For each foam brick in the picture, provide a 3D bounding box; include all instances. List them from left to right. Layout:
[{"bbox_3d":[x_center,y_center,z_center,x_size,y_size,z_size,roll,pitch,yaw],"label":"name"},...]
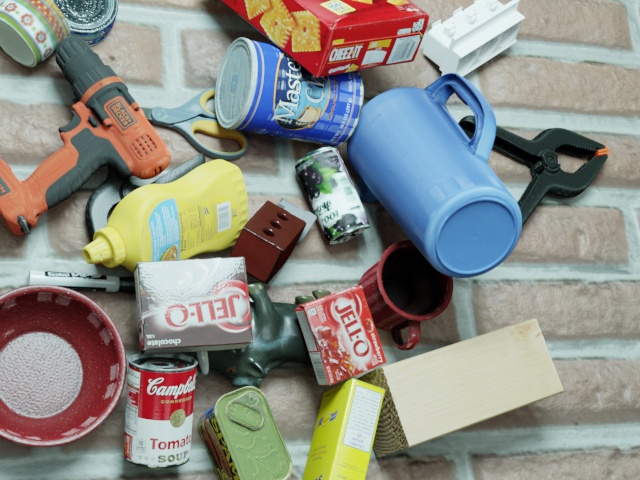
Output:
[{"bbox_3d":[-0.058,0.001,1.168,0.053,0.051,0.078,29,31,4],"label":"foam brick"}]

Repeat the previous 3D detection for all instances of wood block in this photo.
[{"bbox_3d":[0.152,0.164,1.195,0.205,0.090,0.091,-15,78,-25],"label":"wood block"}]

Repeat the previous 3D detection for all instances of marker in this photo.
[{"bbox_3d":[-0.245,0.044,1.122,0.121,0.020,0.020,5,71,-20],"label":"marker"}]

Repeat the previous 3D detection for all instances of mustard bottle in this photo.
[{"bbox_3d":[-0.164,-0.015,1.116,0.058,0.096,0.191,27,37,38],"label":"mustard bottle"}]

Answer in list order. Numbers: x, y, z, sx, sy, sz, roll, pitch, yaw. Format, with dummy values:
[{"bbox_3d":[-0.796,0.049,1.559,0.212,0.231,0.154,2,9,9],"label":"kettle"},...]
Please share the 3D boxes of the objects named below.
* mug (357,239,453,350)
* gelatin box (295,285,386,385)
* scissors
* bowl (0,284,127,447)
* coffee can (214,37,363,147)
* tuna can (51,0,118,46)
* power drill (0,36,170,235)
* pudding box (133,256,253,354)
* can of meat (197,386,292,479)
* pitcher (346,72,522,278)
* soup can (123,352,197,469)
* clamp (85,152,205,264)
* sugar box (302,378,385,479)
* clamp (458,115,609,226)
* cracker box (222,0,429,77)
[{"bbox_3d":[0.093,0.067,1.209,0.093,0.082,0.117,-1,72,-21],"label":"mug"},{"bbox_3d":[0.022,0.100,1.129,0.073,0.030,0.089,-18,92,-26],"label":"gelatin box"},{"bbox_3d":[-0.172,-0.156,1.221,0.201,0.016,0.096,23,64,-13],"label":"scissors"},{"bbox_3d":[-0.277,0.128,1.061,0.162,0.055,0.162,7,70,-19],"label":"bowl"},{"bbox_3d":[-0.037,-0.167,1.217,0.140,0.103,0.103,7,70,-28],"label":"coffee can"},{"bbox_3d":[-0.273,-0.265,1.209,0.086,0.034,0.086,7,70,-19],"label":"tuna can"},{"bbox_3d":[-0.277,-0.108,1.119,0.187,0.057,0.184,-35,76,-14],"label":"power drill"},{"bbox_3d":[-0.128,0.066,1.073,0.113,0.039,0.090,-3,73,-15],"label":"pudding box"},{"bbox_3d":[-0.080,0.208,1.093,0.057,0.084,0.102,-19,80,-25],"label":"can of meat"},{"bbox_3d":[0.130,-0.072,1.169,0.145,0.149,0.243,-16,34,-9],"label":"pitcher"},{"bbox_3d":[-0.160,0.168,1.065,0.068,0.069,0.102,2,99,-21],"label":"soup can"},{"bbox_3d":[-0.196,-0.049,1.163,0.120,0.039,0.171,15,72,-11],"label":"clamp"},{"bbox_3d":[0.014,0.240,1.113,0.048,0.093,0.176,23,65,-12],"label":"sugar box"},{"bbox_3d":[0.277,-0.103,1.363,0.209,0.036,0.164,-19,80,-27],"label":"clamp"},{"bbox_3d":[-0.005,-0.278,1.227,0.163,0.072,0.214,-17,50,-41],"label":"cracker box"}]
